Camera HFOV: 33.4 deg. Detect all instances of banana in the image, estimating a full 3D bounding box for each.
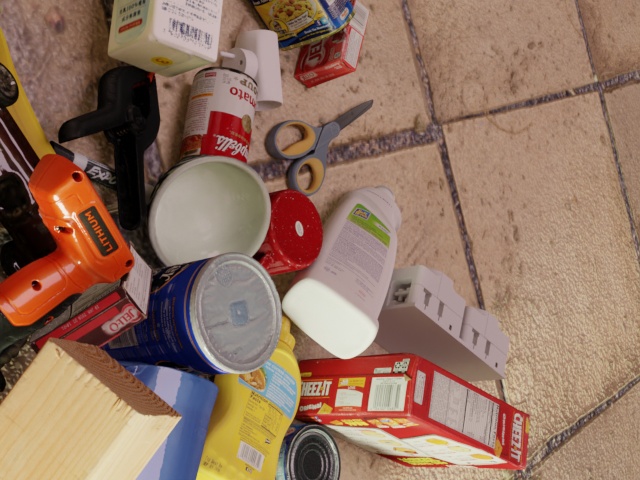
[{"bbox_3d":[-0.252,-0.100,0.888,0.037,0.070,0.198,-29,116,-21],"label":"banana"}]

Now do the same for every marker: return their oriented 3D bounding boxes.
[{"bbox_3d":[-0.202,-0.062,0.970,0.120,0.020,0.020,25,63,-43],"label":"marker"}]

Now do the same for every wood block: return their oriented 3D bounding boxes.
[{"bbox_3d":[-0.206,0.180,0.761,0.206,0.091,0.090,-53,165,-1],"label":"wood block"}]

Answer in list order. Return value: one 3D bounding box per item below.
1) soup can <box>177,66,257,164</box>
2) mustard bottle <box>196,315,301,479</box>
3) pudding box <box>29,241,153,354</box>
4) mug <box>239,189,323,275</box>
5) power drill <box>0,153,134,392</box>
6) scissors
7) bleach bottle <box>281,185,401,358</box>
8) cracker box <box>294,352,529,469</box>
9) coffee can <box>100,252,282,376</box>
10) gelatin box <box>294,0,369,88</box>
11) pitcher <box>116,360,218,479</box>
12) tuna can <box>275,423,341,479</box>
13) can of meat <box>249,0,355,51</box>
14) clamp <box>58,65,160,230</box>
[{"bbox_3d":[-0.101,-0.112,1.060,0.068,0.069,0.102,28,61,-42],"label":"soup can"},{"bbox_3d":[-0.066,0.157,1.045,0.096,0.058,0.191,40,54,-31],"label":"mustard bottle"},{"bbox_3d":[-0.185,0.053,0.874,0.039,0.090,0.113,57,5,-21],"label":"pudding box"},{"bbox_3d":[-0.057,0.001,1.072,0.093,0.082,0.117,57,45,-23],"label":"mug"},{"bbox_3d":[-0.233,0.024,0.739,0.187,0.057,0.184,-43,134,-22],"label":"power drill"},{"bbox_3d":[0.012,-0.106,1.226,0.201,0.016,0.096,-17,95,-49],"label":"scissors"},{"bbox_3d":[0.043,0.016,1.168,0.102,0.068,0.250,39,36,-6],"label":"bleach bottle"},{"bbox_3d":[0.099,0.186,1.144,0.213,0.164,0.072,30,62,-41],"label":"cracker box"},{"bbox_3d":[-0.119,0.071,0.941,0.102,0.141,0.103,14,71,-46],"label":"coffee can"},{"bbox_3d":[0.012,-0.223,1.210,0.030,0.073,0.089,34,58,-38],"label":"gelatin box"},{"bbox_3d":[-0.166,0.224,0.875,0.149,0.145,0.243,21,69,-31],"label":"pitcher"},{"bbox_3d":[-0.017,0.232,1.101,0.086,0.034,0.086,14,71,-46],"label":"tuna can"},{"bbox_3d":[-0.024,-0.261,1.157,0.084,0.102,0.057,55,46,-28],"label":"can of meat"},{"bbox_3d":[-0.176,-0.094,0.968,0.171,0.039,0.120,-72,149,-50],"label":"clamp"}]
